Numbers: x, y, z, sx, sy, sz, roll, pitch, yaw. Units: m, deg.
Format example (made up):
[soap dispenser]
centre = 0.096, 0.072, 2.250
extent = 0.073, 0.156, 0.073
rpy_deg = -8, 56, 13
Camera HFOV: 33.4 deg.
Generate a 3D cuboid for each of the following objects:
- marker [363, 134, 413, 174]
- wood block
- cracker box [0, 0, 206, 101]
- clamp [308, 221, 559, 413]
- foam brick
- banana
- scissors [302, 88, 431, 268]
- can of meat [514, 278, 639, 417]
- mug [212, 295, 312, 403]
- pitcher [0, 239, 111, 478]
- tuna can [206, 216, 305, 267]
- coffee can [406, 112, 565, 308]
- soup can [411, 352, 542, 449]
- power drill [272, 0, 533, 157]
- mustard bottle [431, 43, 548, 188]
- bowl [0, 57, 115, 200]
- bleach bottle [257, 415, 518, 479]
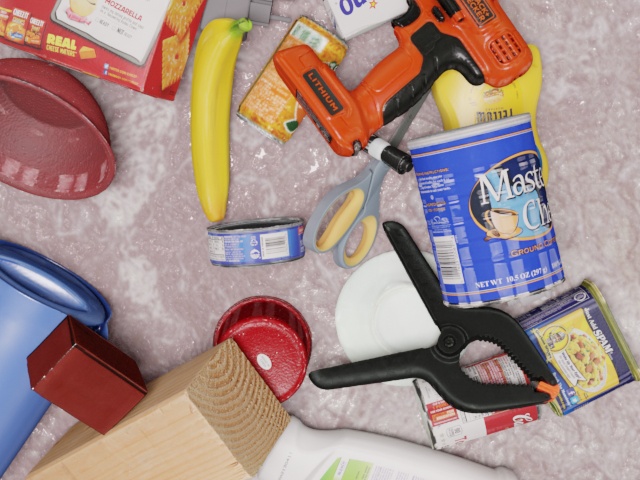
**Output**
[marker]
centre = 0.035, -0.090, 0.929
extent = 0.121, 0.020, 0.020
rpy_deg = 35, 95, 36
[wood block]
centre = -0.140, 0.177, 0.907
extent = 0.206, 0.090, 0.091
rpy_deg = -30, 101, 31
[cracker box]
centre = -0.172, -0.244, 0.900
extent = 0.164, 0.072, 0.214
rpy_deg = 20, 95, 16
[clamp]
centre = 0.112, 0.081, 0.936
extent = 0.210, 0.036, 0.164
rpy_deg = 17, 79, 12
[foam brick]
centre = -0.188, 0.108, 0.857
extent = 0.051, 0.053, 0.078
rpy_deg = -47, 119, 4
[banana]
centre = -0.093, -0.113, 0.928
extent = 0.037, 0.070, 0.198
rpy_deg = -1, 125, -16
[scissors]
centre = 0.057, -0.054, 0.965
extent = 0.201, 0.016, 0.096
rpy_deg = -48, 140, -20
[can of meat]
centre = 0.230, 0.100, 0.972
extent = 0.084, 0.057, 0.102
rpy_deg = -28, 96, 3
[mug]
centre = -0.058, 0.112, 0.952
extent = 0.093, 0.081, 0.117
rpy_deg = 26, 94, -4
[pitcher]
centre = -0.305, 0.122, 0.931
extent = 0.144, 0.149, 0.243
rpy_deg = 28, 98, -29
[tuna can]
centre = -0.056, 0.001, 0.939
extent = 0.086, 0.086, 0.034
rpy_deg = -5, 97, -1
[coffee can]
centre = 0.136, -0.025, 0.876
extent = 0.103, 0.103, 0.140
rpy_deg = -13, 95, 0
[soup can]
centre = 0.141, 0.144, 0.968
extent = 0.102, 0.068, 0.068
rpy_deg = -17, 96, 0
[power drill]
centre = 0.057, -0.172, 0.885
extent = 0.187, 0.057, 0.184
rpy_deg = -34, 85, -3
[mustard bottle]
centre = 0.153, -0.075, 0.951
extent = 0.096, 0.058, 0.191
rpy_deg = -6, 96, -4
[bowl]
centre = -0.243, -0.104, 0.911
extent = 0.162, 0.162, 0.055
rpy_deg = 19, 58, -4
[bleach bottle]
centre = 0.046, 0.216, 0.977
extent = 0.251, 0.068, 0.102
rpy_deg = 21, 95, -1
